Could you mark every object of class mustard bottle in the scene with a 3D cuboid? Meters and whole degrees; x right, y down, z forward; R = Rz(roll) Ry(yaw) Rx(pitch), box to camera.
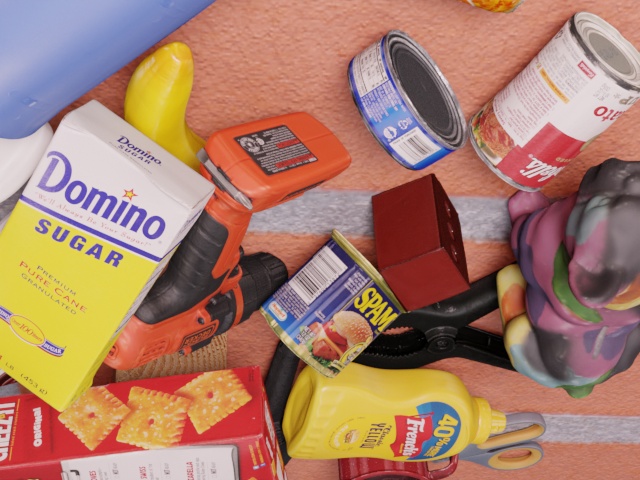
[{"bbox_3d":[0.070,0.149,0.907,0.191,0.058,0.096,7,129,-20],"label":"mustard bottle"}]

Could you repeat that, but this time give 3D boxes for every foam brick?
[{"bbox_3d":[0.072,0.001,0.774,0.051,0.078,0.053,-19,135,18],"label":"foam brick"}]

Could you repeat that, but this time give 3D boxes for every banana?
[{"bbox_3d":[-0.088,-0.072,0.679,0.069,0.037,0.197,-23,161,4],"label":"banana"}]

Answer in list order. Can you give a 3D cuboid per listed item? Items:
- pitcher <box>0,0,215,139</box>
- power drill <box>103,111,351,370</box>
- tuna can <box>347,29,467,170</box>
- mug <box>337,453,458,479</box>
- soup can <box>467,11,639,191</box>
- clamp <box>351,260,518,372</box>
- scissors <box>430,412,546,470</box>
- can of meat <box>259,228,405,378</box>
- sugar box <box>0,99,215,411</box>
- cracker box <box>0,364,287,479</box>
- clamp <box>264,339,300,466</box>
[{"bbox_3d":[-0.098,-0.164,0.561,0.243,0.149,0.145,-27,118,19],"label":"pitcher"},{"bbox_3d":[-0.055,0.001,0.728,0.184,0.057,0.188,-24,154,-51],"label":"power drill"},{"bbox_3d":[0.055,-0.087,0.672,0.034,0.086,0.086,-30,131,27],"label":"tuna can"},{"bbox_3d":[0.069,0.200,0.985,0.117,0.081,0.093,-13,136,10],"label":"mug"},{"bbox_3d":[0.153,-0.089,0.690,0.068,0.068,0.102,22,131,-26],"label":"soup can"},{"bbox_3d":[0.104,0.077,0.888,0.210,0.036,0.164,-11,139,5],"label":"clamp"},{"bbox_3d":[0.132,0.217,1.056,0.202,0.016,0.096,-23,134,20],"label":"scissors"},{"bbox_3d":[0.010,0.051,0.801,0.084,0.057,0.102,-44,149,0],"label":"can of meat"},{"bbox_3d":[-0.148,0.012,0.650,0.093,0.048,0.176,35,118,0],"label":"sugar box"},{"bbox_3d":[-0.137,0.178,0.820,0.213,0.072,0.164,-7,137,3],"label":"cracker box"},{"bbox_3d":[-0.043,0.154,0.935,0.171,0.039,0.120,-39,121,4],"label":"clamp"}]
